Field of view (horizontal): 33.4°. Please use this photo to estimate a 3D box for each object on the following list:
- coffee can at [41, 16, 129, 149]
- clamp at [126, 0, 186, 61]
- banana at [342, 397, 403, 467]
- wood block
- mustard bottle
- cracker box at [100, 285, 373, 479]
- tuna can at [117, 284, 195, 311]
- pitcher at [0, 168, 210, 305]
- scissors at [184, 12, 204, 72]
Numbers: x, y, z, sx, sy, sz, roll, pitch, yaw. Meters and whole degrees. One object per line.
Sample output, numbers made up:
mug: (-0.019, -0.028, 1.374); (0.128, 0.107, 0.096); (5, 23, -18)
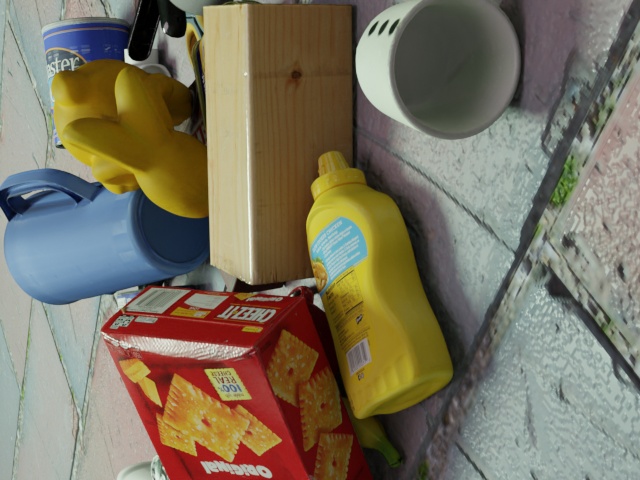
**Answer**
coffee can: (-0.271, -0.184, 1.265); (0.103, 0.102, 0.140); (-6, 90, 63)
clamp: (-0.152, -0.265, 1.056); (0.120, 0.039, 0.171); (10, 93, 56)
banana: (0.002, 0.168, 0.875); (0.198, 0.037, 0.069); (-40, 58, 59)
wood block: (-0.032, -0.078, 0.832); (0.090, 0.090, 0.206); (20, 113, 61)
mustard bottle: (0.032, 0.023, 0.762); (0.096, 0.058, 0.191); (-47, 54, 55)
cracker box: (-0.058, 0.143, 0.810); (0.164, 0.072, 0.213); (2, 121, 39)
tuna can: (-0.175, 0.069, 1.150); (0.086, 0.086, 0.034); (-14, 81, 63)
pitcher: (-0.230, -0.012, 1.131); (0.243, 0.148, 0.145); (-10, 87, 46)
scissors: (-0.132, -0.252, 1.074); (0.096, 0.016, 0.202); (-53, 49, 51)
